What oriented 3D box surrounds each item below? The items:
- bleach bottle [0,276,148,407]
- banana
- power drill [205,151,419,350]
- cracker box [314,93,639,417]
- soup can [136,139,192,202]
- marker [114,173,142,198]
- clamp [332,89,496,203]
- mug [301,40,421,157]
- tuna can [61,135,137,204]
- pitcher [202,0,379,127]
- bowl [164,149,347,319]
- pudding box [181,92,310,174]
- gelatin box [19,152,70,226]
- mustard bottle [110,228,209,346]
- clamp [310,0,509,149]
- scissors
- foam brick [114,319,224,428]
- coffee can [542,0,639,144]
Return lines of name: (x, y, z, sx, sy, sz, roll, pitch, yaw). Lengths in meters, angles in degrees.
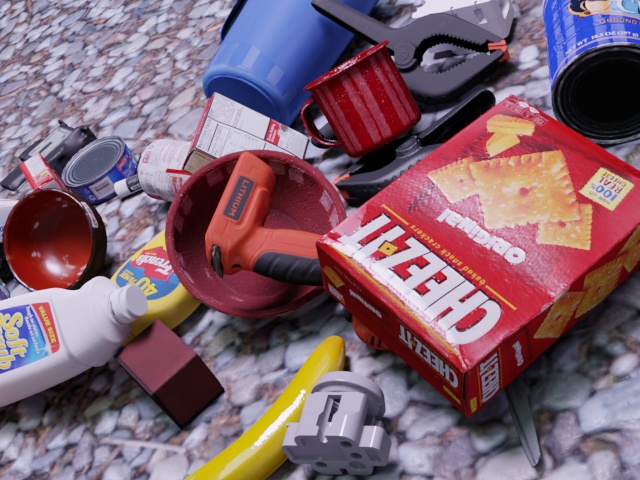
bleach bottle: (-0.259, 0.086, 0.983, 0.251, 0.068, 0.102, -23, 62, 30)
banana: (-0.046, 0.150, 0.832, 0.197, 0.037, 0.070, -39, 39, -9)
power drill: (0.011, -0.013, 0.895, 0.188, 0.057, 0.184, 16, 60, 11)
cracker box: (0.128, 0.001, 0.797, 0.213, 0.072, 0.164, -37, 54, -18)
soup can: (-0.137, -0.070, 1.122, 0.102, 0.068, 0.068, 11, 54, 43)
marker: (-0.175, -0.078, 1.199, 0.121, 0.020, 0.020, -22, 38, 13)
clamp: (0.093, -0.074, 0.980, 0.171, 0.039, 0.120, -30, 20, 12)
mug: (0.034, -0.127, 1.018, 0.117, 0.081, 0.093, -24, 12, 30)
tuna can: (-0.257, -0.082, 1.250, 0.086, 0.033, 0.086, -20, 38, 16)
pitcher: (-0.039, -0.235, 1.194, 0.242, 0.145, 0.149, -60, 4, -28)
bowl: (-0.056, 0.001, 0.958, 0.162, 0.055, 0.162, 0, 68, -1)
pudding box: (-0.073, -0.087, 1.061, 0.039, 0.113, 0.090, 125, 165, -46)
gelatin box: (-0.292, -0.046, 1.187, 0.030, 0.089, 0.073, -35, 37, -7)
mustard bottle: (-0.145, 0.035, 1.016, 0.191, 0.058, 0.096, -45, 45, -15)
clamp: (0.082, -0.170, 1.074, 0.210, 0.036, 0.164, 3, 80, 18)
scissors: (0.153, 0.075, 0.792, 0.096, 0.016, 0.202, -31, 37, 1)
foam brick: (-0.131, 0.114, 0.921, 0.051, 0.053, 0.078, -43, 39, -13)
coffee can: (0.248, -0.167, 0.926, 0.103, 0.102, 0.140, -15, 40, 21)
